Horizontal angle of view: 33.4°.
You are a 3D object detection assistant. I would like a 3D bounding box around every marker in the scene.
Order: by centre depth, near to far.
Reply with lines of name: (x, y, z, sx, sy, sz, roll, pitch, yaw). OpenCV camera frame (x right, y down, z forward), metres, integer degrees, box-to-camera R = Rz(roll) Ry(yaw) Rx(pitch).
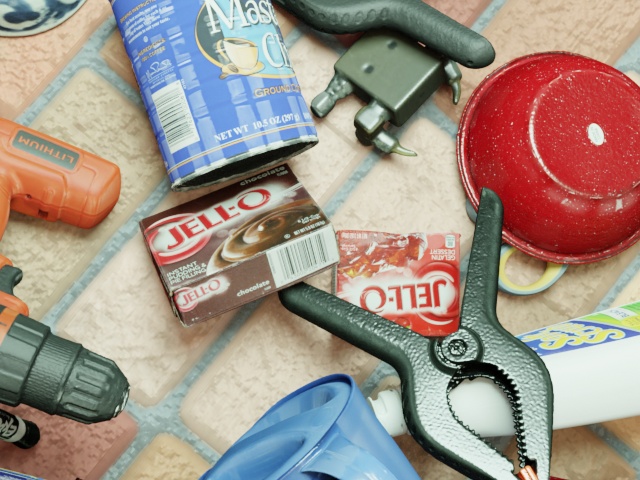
marker: (-0.201, 0.111, 0.658, 0.020, 0.121, 0.020, -2, 71, 6)

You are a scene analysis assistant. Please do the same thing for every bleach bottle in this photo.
bleach bottle: (0.157, 0.093, 0.718, 0.250, 0.103, 0.068, -12, 102, -8)

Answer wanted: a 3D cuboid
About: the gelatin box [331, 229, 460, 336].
gelatin box: (0.053, 0.030, 0.744, 0.089, 0.030, 0.073, 2, 86, -8)

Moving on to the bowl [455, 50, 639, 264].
bowl: (0.180, -0.067, 0.747, 0.162, 0.055, 0.162, 2, 77, -8)

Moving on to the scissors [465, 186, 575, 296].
scissors: (0.203, -0.001, 0.775, 0.201, 0.016, 0.096, 7, 82, -7)

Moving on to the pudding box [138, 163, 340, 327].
pudding box: (-0.055, 0.001, 0.701, 0.113, 0.090, 0.039, -21, 127, -11)

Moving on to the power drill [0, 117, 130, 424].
power drill: (-0.183, 0.014, 0.644, 0.184, 0.057, 0.187, 23, 40, -8)

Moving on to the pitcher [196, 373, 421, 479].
pitcher: (0.040, 0.213, 0.665, 0.145, 0.149, 0.243, -35, 100, 16)

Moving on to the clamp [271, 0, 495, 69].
clamp: (0.049, -0.180, 0.742, 0.171, 0.039, 0.120, 15, 52, 10)

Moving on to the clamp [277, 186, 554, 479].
clamp: (0.091, 0.066, 0.677, 0.164, 0.036, 0.210, -31, 63, -11)

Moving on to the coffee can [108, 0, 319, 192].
coffee can: (-0.071, -0.114, 0.700, 0.102, 0.103, 0.140, -19, 89, -9)
